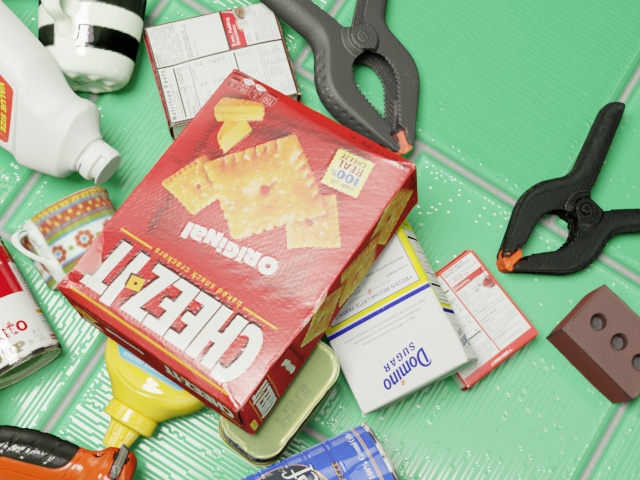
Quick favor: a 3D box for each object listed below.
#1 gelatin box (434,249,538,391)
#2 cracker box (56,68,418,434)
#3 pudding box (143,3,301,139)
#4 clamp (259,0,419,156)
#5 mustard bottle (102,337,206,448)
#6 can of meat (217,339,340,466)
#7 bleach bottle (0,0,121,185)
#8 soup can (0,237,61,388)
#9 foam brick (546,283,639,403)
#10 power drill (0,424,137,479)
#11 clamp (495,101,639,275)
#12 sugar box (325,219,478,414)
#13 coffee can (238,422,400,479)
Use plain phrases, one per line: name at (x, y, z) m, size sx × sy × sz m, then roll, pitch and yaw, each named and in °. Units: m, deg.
gelatin box at (0.116, 0.062, 0.849) m, size 0.073 × 0.030 × 0.089 m, roll -36°, pitch 80°, yaw -10°
cracker box at (-0.055, 0.001, 0.761) m, size 0.164 × 0.072 × 0.213 m, roll 31°, pitch 73°, yaw 18°
pudding box at (-0.080, -0.141, 0.878) m, size 0.113 × 0.039 × 0.090 m, roll -14°, pitch 78°, yaw -5°
clamp at (0.017, -0.163, 0.875) m, size 0.164 × 0.036 × 0.210 m, roll -12°, pitch 81°, yaw -28°
mustard bottle at (-0.108, 0.075, 0.815) m, size 0.096 × 0.058 × 0.191 m, roll 28°, pitch 77°, yaw 11°
can of meat at (-0.031, 0.117, 0.798) m, size 0.057 × 0.084 × 0.102 m, roll 38°, pitch 77°, yaw 5°
bleach bottle at (-0.251, -0.136, 0.812) m, size 0.251 × 0.103 × 0.068 m, roll 39°, pitch 35°, yaw 8°
soup can at (-0.249, 0.055, 0.806) m, size 0.068 × 0.068 × 0.102 m, roll -30°, pitch 82°, yaw -10°
foam brick at (0.227, 0.083, 0.841) m, size 0.078 × 0.051 × 0.053 m, roll 44°, pitch 78°, yaw 6°
power drill at (-0.240, 0.185, 0.764) m, size 0.187 × 0.057 × 0.184 m, roll 22°, pitch 105°, yaw -6°
clamp at (0.212, -0.035, 0.873) m, size 0.171 × 0.039 × 0.120 m, roll -25°, pitch 79°, yaw -9°
sugar box at (0.040, 0.035, 0.821) m, size 0.093 × 0.048 × 0.176 m, roll -29°, pitch 77°, yaw 16°
coffee can at (-0.011, 0.207, 0.770) m, size 0.140 × 0.103 × 0.103 m, roll -23°, pitch 80°, yaw -9°
